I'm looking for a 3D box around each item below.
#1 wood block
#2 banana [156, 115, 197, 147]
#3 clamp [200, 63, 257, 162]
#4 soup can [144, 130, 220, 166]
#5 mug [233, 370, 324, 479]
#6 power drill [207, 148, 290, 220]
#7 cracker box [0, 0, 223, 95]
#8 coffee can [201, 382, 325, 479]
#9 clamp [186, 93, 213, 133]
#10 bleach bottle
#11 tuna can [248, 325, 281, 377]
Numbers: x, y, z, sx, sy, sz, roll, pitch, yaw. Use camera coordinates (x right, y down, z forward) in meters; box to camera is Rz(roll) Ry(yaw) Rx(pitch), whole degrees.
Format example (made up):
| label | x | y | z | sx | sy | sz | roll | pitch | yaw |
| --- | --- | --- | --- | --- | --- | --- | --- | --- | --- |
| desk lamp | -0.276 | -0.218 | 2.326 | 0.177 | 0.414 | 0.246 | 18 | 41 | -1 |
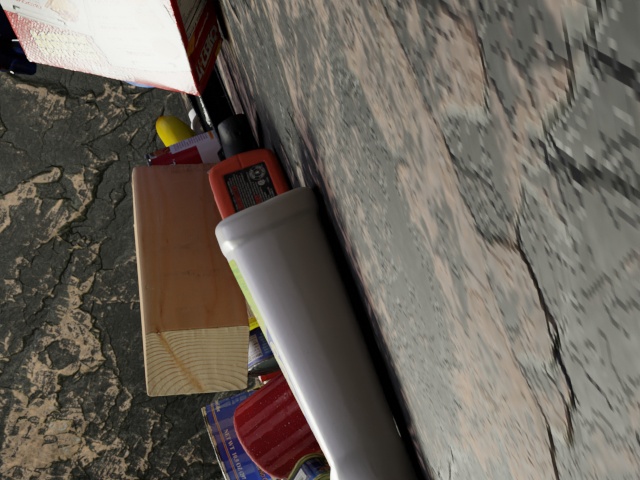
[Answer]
| label | x | y | z | sx | sy | sz | roll | pitch | yaw |
| --- | --- | --- | --- | --- | --- | --- | --- | --- | --- |
| wood block | -0.122 | 0.031 | 0.979 | 0.091 | 0.090 | 0.206 | 97 | 165 | -45 |
| banana | -0.144 | -0.077 | 1.190 | 0.198 | 0.037 | 0.070 | 65 | 145 | 26 |
| clamp | -0.073 | -0.073 | 0.976 | 0.165 | 0.036 | 0.210 | -118 | 7 | -54 |
| soup can | -0.119 | -0.073 | 1.085 | 0.068 | 0.102 | 0.068 | 160 | 90 | -84 |
| mug | -0.021 | 0.160 | 0.978 | 0.093 | 0.082 | 0.117 | 52 | -163 | 4 |
| power drill | -0.034 | 0.028 | 0.878 | 0.187 | 0.057 | 0.184 | 79 | 169 | -59 |
| cracker box | -0.175 | -0.215 | 0.827 | 0.214 | 0.164 | 0.072 | 79 | -153 | -61 |
| coffee can | -0.041 | 0.197 | 1.116 | 0.103 | 0.140 | 0.103 | 160 | 90 | -85 |
| clamp | -0.115 | -0.121 | 1.200 | 0.120 | 0.039 | 0.171 | -120 | 10 | -65 |
| bleach bottle | 0.010 | 0.094 | 0.689 | 0.102 | 0.068 | 0.251 | 143 | 104 | -84 |
| tuna can | -0.037 | 0.098 | 1.009 | 0.086 | 0.086 | 0.034 | 89 | 161 | -74 |
